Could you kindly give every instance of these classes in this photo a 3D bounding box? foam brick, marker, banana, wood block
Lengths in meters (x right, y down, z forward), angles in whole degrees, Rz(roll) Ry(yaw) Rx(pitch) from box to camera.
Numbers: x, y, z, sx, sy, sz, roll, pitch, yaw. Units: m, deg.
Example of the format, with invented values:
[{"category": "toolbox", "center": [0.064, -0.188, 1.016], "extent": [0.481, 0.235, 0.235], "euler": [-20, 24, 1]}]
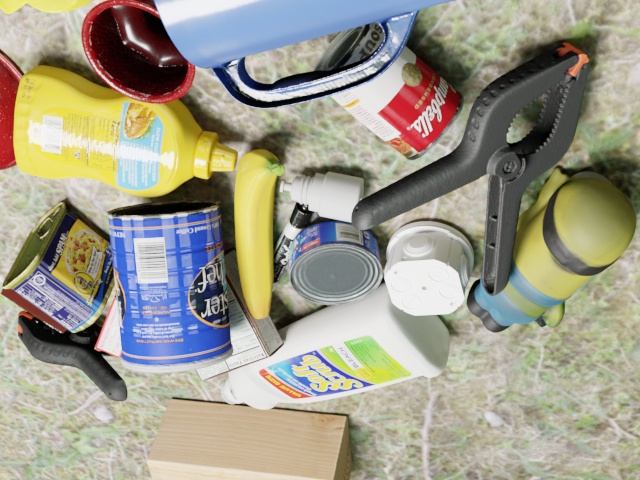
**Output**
[{"category": "foam brick", "center": [-0.274, 0.045, 1.086], "extent": [0.078, 0.051, 0.053], "euler": [36, 130, -17]}, {"category": "marker", "center": [-0.032, 0.005, 1.006], "extent": [0.020, 0.020, 0.121], "euler": [23, 133, -6]}, {"category": "banana", "center": [-0.058, -0.015, 0.963], "extent": [0.037, 0.069, 0.198], "euler": [-2, 136, -8]}, {"category": "wood block", "center": [-0.075, 0.246, 1.186], "extent": [0.206, 0.090, 0.090], "euler": [4, 133, 12]}]

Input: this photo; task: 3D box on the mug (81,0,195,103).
[{"category": "mug", "center": [-0.132, -0.161, 0.836], "extent": [0.093, 0.081, 0.117], "euler": [33, 136, -11]}]

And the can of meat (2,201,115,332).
[{"category": "can of meat", "center": [-0.244, 0.027, 1.029], "extent": [0.084, 0.102, 0.058], "euler": [40, 128, -23]}]

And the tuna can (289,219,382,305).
[{"category": "tuna can", "center": [0.013, 0.020, 0.984], "extent": [0.086, 0.034, 0.086], "euler": [-2, 138, -2]}]

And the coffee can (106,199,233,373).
[{"category": "coffee can", "center": [-0.136, 0.039, 0.968], "extent": [0.103, 0.102, 0.140], "euler": [-1, 99, 16]}]

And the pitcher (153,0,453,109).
[{"category": "pitcher", "center": [0.013, -0.196, 0.739], "extent": [0.243, 0.145, 0.149], "euler": [-8, 155, 18]}]

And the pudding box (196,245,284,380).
[{"category": "pudding box", "center": [-0.100, 0.073, 1.047], "extent": [0.090, 0.039, 0.113], "euler": [-23, 100, 30]}]

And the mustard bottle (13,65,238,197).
[{"category": "mustard bottle", "center": [-0.166, -0.088, 0.929], "extent": [0.191, 0.058, 0.096], "euler": [12, 114, 4]}]

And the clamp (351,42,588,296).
[{"category": "clamp", "center": [0.128, -0.063, 0.825], "extent": [0.164, 0.036, 0.210], "euler": [17, 111, -31]}]

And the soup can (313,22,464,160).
[{"category": "soup can", "center": [0.053, -0.120, 0.836], "extent": [0.102, 0.068, 0.069], "euler": [38, 130, -18]}]

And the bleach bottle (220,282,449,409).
[{"category": "bleach bottle", "center": [0.001, 0.123, 1.075], "extent": [0.251, 0.068, 0.102], "euler": [-26, 120, 35]}]

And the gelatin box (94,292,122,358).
[{"category": "gelatin box", "center": [-0.191, 0.063, 1.064], "extent": [0.030, 0.073, 0.089], "euler": [23, 133, -6]}]

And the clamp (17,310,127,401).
[{"category": "clamp", "center": [-0.244, 0.115, 1.102], "extent": [0.171, 0.120, 0.039], "euler": [11, 108, 9]}]
